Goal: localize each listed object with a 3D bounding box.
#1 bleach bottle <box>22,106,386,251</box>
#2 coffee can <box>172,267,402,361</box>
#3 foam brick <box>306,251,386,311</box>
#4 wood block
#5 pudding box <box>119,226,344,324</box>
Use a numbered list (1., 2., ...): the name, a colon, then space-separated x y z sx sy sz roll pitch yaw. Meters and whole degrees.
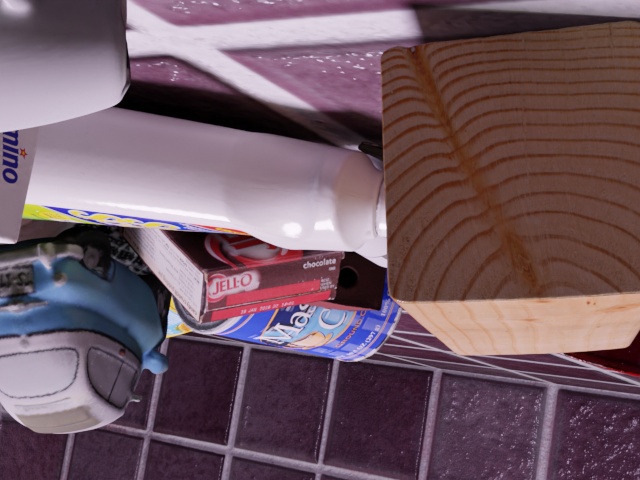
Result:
1. bleach bottle: -0.074 -0.033 0.542 0.251 0.068 0.102 8 175 13
2. coffee can: -0.023 0.028 0.775 0.140 0.103 0.103 16 169 -40
3. foam brick: 0.010 0.003 0.671 0.053 0.078 0.051 10 171 -20
4. wood block: 0.086 -0.006 0.444 0.090 0.091 0.206 -4 169 12
5. pudding box: -0.054 0.001 0.619 0.089 0.039 0.114 -8 -151 -33
